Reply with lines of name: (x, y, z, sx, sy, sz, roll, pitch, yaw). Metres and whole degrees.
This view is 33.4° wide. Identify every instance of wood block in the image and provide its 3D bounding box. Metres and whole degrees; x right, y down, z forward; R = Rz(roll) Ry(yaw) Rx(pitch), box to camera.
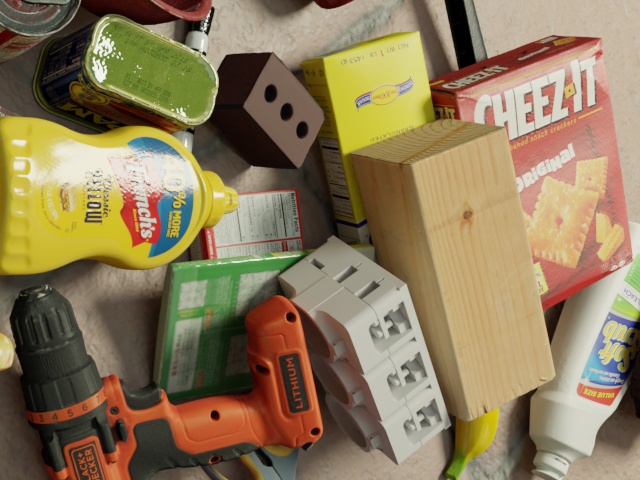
wood block: (0.104, 0.020, 0.823, 0.090, 0.090, 0.206, -22, 109, -22)

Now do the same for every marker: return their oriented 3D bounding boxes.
marker: (-0.096, -0.123, 0.794, 0.020, 0.020, 0.121, 15, 77, -34)

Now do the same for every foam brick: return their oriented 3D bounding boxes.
foam brick: (-0.043, -0.096, 0.799, 0.078, 0.051, 0.053, 45, 62, -42)

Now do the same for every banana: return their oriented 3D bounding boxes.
banana: (0.112, 0.105, 0.914, 0.069, 0.037, 0.198, -25, 101, -36)

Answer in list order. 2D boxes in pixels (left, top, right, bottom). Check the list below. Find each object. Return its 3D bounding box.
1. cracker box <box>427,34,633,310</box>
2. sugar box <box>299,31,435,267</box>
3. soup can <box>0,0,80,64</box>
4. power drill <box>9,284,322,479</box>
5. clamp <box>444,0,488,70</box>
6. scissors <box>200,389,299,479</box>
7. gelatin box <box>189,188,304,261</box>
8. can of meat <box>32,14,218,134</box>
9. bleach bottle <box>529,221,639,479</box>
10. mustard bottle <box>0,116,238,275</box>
cracker box: (0.180, -0.052, 0.920, 0.164, 0.072, 0.214, -23, 112, -25)
sugar box: (0.049, -0.070, 0.855, 0.093, 0.048, 0.176, -20, 104, -23)
soup can: (-0.201, -0.150, 0.669, 0.068, 0.102, 0.068, 3, 84, -35)
power drill: (-0.101, 0.098, 0.717, 0.187, 0.057, 0.184, -16, 106, -16)
clamp: (0.142, -0.120, 0.951, 0.209, 0.036, 0.164, 33, 77, -30)
scissors: (-0.014, 0.192, 0.796, 0.201, 0.016, 0.096, 45, 52, -5)
gelatin box: (-0.055, 0.001, 0.807, 0.089, 0.030, 0.073, -7, 89, -35)
can of meat: (-0.131, -0.108, 0.728, 0.101, 0.084, 0.057, 21, 74, -33)
bleach bottle: (0.260, 0.111, 1.006, 0.102, 0.068, 0.250, 36, 69, -31)
mustard bottle: (-0.133, -0.028, 0.703, 0.191, 0.058, 0.096, -1, 92, -44)
